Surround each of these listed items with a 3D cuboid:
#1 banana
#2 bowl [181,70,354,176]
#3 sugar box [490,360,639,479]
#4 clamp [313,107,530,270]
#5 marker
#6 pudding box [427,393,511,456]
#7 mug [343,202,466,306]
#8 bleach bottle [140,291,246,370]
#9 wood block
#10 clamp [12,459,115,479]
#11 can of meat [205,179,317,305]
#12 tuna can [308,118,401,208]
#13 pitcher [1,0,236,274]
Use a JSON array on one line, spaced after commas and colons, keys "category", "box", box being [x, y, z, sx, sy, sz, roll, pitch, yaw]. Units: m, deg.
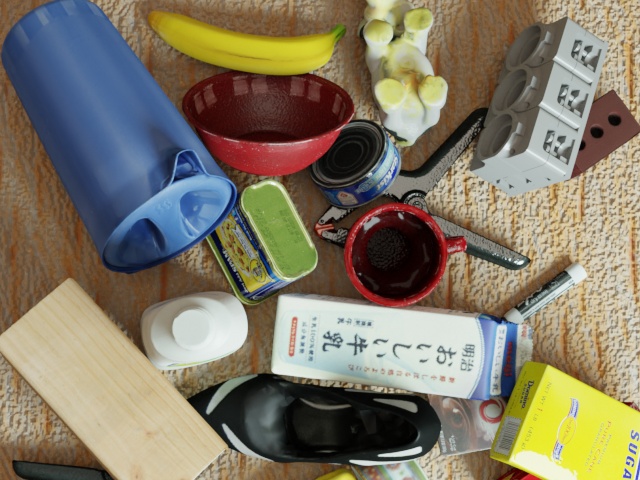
[{"category": "banana", "box": [-0.073, -0.192, 1.047, 0.197, 0.069, 0.037, 5, 126, -5]}, {"category": "bowl", "box": [-0.050, -0.107, 1.010, 0.162, 0.162, 0.055, 0, 124, -4]}, {"category": "sugar box", "box": [0.245, 0.185, 0.951, 0.176, 0.048, 0.093, 26, 81, -15]}, {"category": "clamp", "box": [0.095, -0.043, 1.052, 0.210, 0.036, 0.164, -6, 85, -4]}, {"category": "marker", "box": [0.212, 0.063, 1.061, 0.121, 0.020, 0.020, -35, 89, -6]}, {"category": "pudding box", "box": [0.150, 0.144, 1.029, 0.090, 0.039, 0.113, -13, 87, 14]}, {"category": "mug", "box": [0.077, 0.009, 0.990, 0.117, 0.081, 0.093, -10, 94, -2]}, {"category": "bleach bottle", "box": [-0.114, 0.077, 0.920, 0.102, 0.251, 0.068, -13, 87, -5]}, {"category": "wood block", "box": [-0.189, 0.144, 0.963, 0.090, 0.091, 0.206, -42, 86, -18]}, {"category": "clamp", "box": [-0.202, 0.222, 1.010, 0.120, 0.039, 0.171, -42, 85, -6]}, {"category": "can of meat", "box": [-0.057, 0.001, 1.006, 0.057, 0.084, 0.102, -26, 87, -34]}, {"category": "tuna can", "box": [0.032, -0.075, 1.026, 0.086, 0.033, 0.086, -17, 49, 20]}, {"category": "pitcher", "box": [-0.195, -0.094, 0.976, 0.149, 0.145, 0.243, -37, 70, 8]}]
